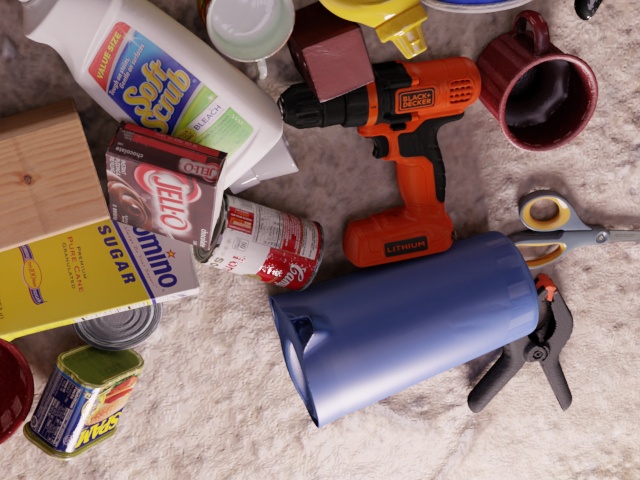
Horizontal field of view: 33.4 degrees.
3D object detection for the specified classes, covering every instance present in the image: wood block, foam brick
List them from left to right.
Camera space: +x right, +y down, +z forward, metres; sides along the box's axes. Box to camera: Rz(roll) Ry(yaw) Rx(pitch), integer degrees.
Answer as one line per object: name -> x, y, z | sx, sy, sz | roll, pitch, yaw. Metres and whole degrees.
wood block -> -0.283, -0.037, 0.851 | 0.206, 0.090, 0.091 | -17, 109, -10
foam brick -> 0.005, -0.159, 0.887 | 0.051, 0.078, 0.053 | -23, 124, -4

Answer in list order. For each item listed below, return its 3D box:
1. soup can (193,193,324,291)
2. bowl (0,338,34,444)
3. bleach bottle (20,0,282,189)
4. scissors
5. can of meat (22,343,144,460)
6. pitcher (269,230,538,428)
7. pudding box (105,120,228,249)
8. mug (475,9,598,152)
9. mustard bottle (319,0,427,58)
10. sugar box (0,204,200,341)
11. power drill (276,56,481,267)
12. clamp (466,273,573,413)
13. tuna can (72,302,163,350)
soup can -> -0.056, 0.001, 0.971 | 0.102, 0.068, 0.069 | 17, 114, -26
bowl -> -0.343, 0.124, 0.968 | 0.162, 0.055, 0.162 | -8, 122, -12
bleach bottle -> -0.145, -0.133, 0.835 | 0.103, 0.068, 0.250 | -38, 134, 20
scissors -> 0.278, -0.020, 1.090 | 0.201, 0.016, 0.096 | -13, 123, -9
can of meat -> -0.218, 0.144, 0.995 | 0.057, 0.102, 0.084 | 32, 109, 15
pitcher -> 0.080, 0.082, 1.037 | 0.242, 0.149, 0.145 | -19, 109, -9
pudding box -> -0.125, -0.043, 0.868 | 0.090, 0.039, 0.113 | 18, 154, 1
mug -> 0.185, -0.147, 0.945 | 0.093, 0.081, 0.117 | -15, 124, -8
mustard bottle -> 0.030, -0.228, 0.819 | 0.096, 0.058, 0.191 | -29, 98, -3
sugar box -> -0.200, 0.021, 0.929 | 0.176, 0.048, 0.093 | -15, 84, -6
power drill -> 0.055, -0.070, 0.968 | 0.184, 0.057, 0.188 | -10, 123, -11
clamp -> 0.236, 0.119, 1.148 | 0.120, 0.039, 0.172 | 6, 118, -21
tuna can -> -0.189, 0.059, 0.988 | 0.086, 0.034, 0.086 | -7, 122, -12
